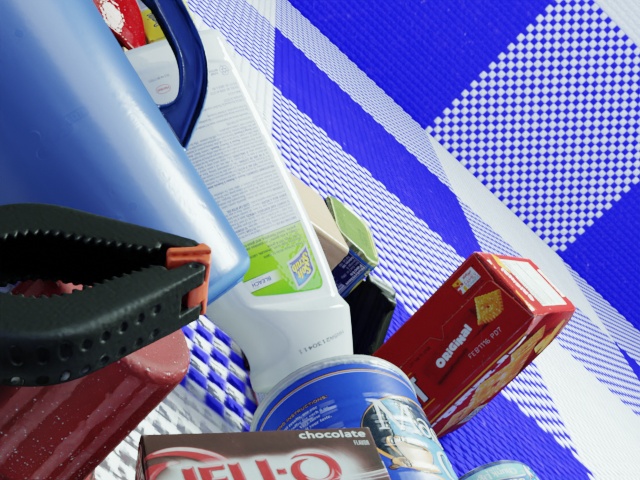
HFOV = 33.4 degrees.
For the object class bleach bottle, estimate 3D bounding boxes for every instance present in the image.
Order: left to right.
[{"bbox_3d":[-0.054,0.001,0.654,0.251,0.102,0.068,65,-28,4],"label":"bleach bottle"}]

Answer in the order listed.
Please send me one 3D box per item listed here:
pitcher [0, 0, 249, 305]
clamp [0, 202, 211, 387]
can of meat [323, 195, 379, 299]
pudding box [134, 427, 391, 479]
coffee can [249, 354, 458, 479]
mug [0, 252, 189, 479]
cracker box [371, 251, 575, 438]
[{"bbox_3d":[-0.137,-0.060,0.566,0.243,0.149,0.144,55,29,-2],"label":"pitcher"},{"bbox_3d":[-0.148,0.014,0.402,0.209,0.036,0.165,-7,37,-24],"label":"clamp"},{"bbox_3d":[0.000,0.017,0.906,0.057,0.084,0.102,40,15,-19],"label":"can of meat"},{"bbox_3d":[-0.021,0.123,0.466,0.113,0.039,0.090,3,28,-17],"label":"pudding box"},{"bbox_3d":[0.026,0.145,0.576,0.102,0.103,0.140,35,17,-34],"label":"coffee can"},{"bbox_3d":[-0.117,0.056,0.464,0.093,0.081,0.117,50,15,18],"label":"mug"},{"bbox_3d":[0.112,0.091,0.849,0.072,0.164,0.213,47,14,16],"label":"cracker box"}]
